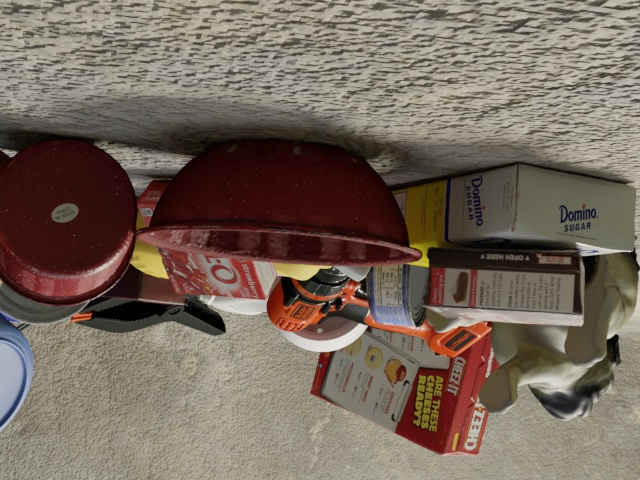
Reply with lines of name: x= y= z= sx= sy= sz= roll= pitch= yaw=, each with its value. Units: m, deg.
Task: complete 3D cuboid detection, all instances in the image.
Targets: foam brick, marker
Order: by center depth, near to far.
marker: x=-0.021 y=-0.010 z=0.683 sx=0.121 sy=0.020 sz=0.020 roll=30 pitch=165 yaw=-17
foam brick: x=-0.146 y=0.013 z=0.896 sx=0.053 sy=0.078 sz=0.051 roll=2 pitch=174 yaw=41

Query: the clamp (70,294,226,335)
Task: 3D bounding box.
clamp: x=-0.142 y=0.056 z=1.004 sx=0.209 sy=0.036 sz=0.165 roll=-9 pitch=150 yaw=-32

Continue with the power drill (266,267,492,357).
power drill: x=0.059 y=0.044 z=0.940 sx=0.187 sy=0.057 sz=0.185 roll=14 pitch=154 yaw=-13

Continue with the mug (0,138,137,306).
mug: x=-0.160 y=-0.020 z=0.624 sx=0.117 sy=0.093 sz=0.082 roll=41 pitch=163 yaw=-5

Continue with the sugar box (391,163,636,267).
sugar box: x=0.101 y=-0.010 z=0.673 sx=0.093 sy=0.048 sz=0.177 roll=8 pitch=174 yaw=-29

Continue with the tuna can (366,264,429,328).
tuna can: x=0.062 y=0.023 z=0.817 sx=0.034 sy=0.086 sz=0.086 roll=3 pitch=174 yaw=18

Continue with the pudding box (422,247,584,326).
pudding box: x=0.114 y=0.030 z=0.645 sx=0.090 sy=0.039 sz=0.113 roll=2 pitch=171 yaw=14

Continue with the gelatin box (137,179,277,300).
gelatin box: x=-0.077 y=0.000 z=0.732 sx=0.073 sy=0.030 sz=0.089 roll=3 pitch=133 yaw=22

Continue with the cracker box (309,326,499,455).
cracker box: x=0.097 y=0.126 z=1.181 sx=0.071 sy=0.164 sz=0.214 roll=12 pitch=-177 yaw=-43

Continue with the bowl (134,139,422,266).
bowl: x=-0.022 y=-0.021 z=0.602 sx=0.162 sy=0.055 sz=0.162 roll=4 pitch=174 yaw=0
